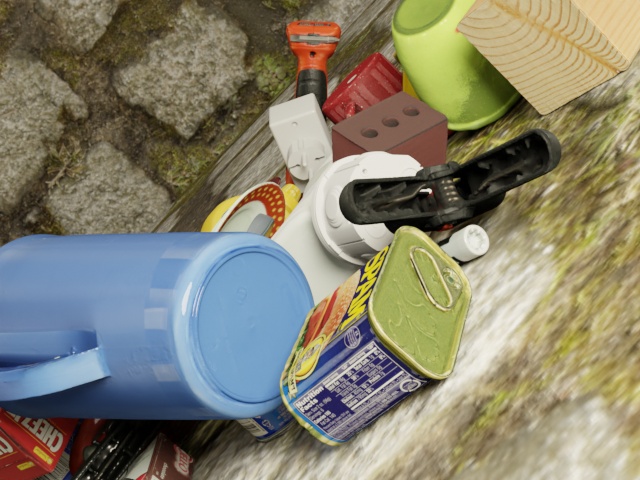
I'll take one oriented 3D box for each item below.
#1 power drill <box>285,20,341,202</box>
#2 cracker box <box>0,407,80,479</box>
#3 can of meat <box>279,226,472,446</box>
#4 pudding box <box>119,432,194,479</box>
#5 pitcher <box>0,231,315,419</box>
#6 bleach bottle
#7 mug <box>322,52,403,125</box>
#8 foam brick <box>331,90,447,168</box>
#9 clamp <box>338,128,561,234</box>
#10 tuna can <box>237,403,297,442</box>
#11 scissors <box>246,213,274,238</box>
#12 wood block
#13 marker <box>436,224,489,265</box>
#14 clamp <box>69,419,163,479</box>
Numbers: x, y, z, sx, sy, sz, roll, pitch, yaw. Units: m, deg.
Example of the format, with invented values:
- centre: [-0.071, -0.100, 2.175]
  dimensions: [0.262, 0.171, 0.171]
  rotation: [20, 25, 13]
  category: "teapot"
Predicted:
- centre: [-0.009, -0.141, 1.157]
  dimensions: [0.184, 0.057, 0.188]
  rotation: [-95, 6, -77]
  category: "power drill"
- centre: [-0.254, 0.113, 0.900]
  dimensions: [0.164, 0.072, 0.213]
  rotation: [-27, 27, 33]
  category: "cracker box"
- centre: [0.029, 0.053, 0.582]
  dimensions: [0.084, 0.057, 0.102]
  rotation: [-42, 12, 33]
  category: "can of meat"
- centre: [-0.133, 0.195, 0.738]
  dimensions: [0.090, 0.039, 0.113]
  rotation: [-46, 9, 11]
  category: "pudding box"
- centre: [-0.127, 0.059, 0.684]
  dimensions: [0.243, 0.144, 0.149]
  rotation: [-5, 58, 46]
  category: "pitcher"
- centre: [0.011, -0.027, 0.907]
  dimensions: [0.103, 0.068, 0.250]
  rotation: [-49, 7, 27]
  category: "bleach bottle"
- centre: [0.053, -0.123, 1.038]
  dimensions: [0.093, 0.081, 0.117]
  rotation: [-39, 13, 34]
  category: "mug"
- centre: [0.054, -0.072, 0.832]
  dimensions: [0.078, 0.053, 0.051]
  rotation: [-30, -43, -28]
  category: "foam brick"
- centre: [0.083, -0.030, 0.631]
  dimensions: [0.120, 0.039, 0.171]
  rotation: [-11, -3, 12]
  category: "clamp"
- centre: [-0.025, 0.090, 0.708]
  dimensions: [0.086, 0.033, 0.086]
  rotation: [-45, 11, 11]
  category: "tuna can"
- centre: [-0.055, 0.001, 0.795]
  dimensions: [0.202, 0.016, 0.096]
  rotation: [108, -173, -67]
  category: "scissors"
- centre: [0.196, -0.199, 0.748]
  dimensions: [0.205, 0.090, 0.090]
  rotation: [-53, 13, -30]
  category: "wood block"
- centre: [0.062, 0.018, 0.676]
  dimensions: [0.121, 0.020, 0.020]
  rotation: [-31, 19, 54]
  category: "marker"
- centre: [-0.177, 0.193, 0.703]
  dimensions: [0.210, 0.036, 0.164]
  rotation: [-43, 10, 10]
  category: "clamp"
